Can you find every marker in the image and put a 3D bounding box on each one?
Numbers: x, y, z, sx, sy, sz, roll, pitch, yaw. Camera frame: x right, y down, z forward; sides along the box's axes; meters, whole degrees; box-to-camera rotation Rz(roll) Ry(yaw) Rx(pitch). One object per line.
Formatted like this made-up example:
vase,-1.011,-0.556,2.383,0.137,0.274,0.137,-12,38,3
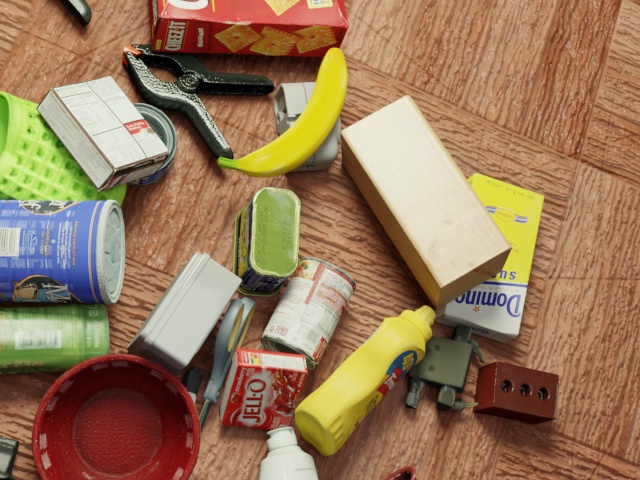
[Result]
marker,-0.144,0.188,1.100,0.020,0.020,0.121,17,71,-11

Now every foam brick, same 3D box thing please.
foam brick,0.218,0.170,1.189,0.078,0.051,0.053,12,71,-12

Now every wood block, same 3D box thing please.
wood block,0.112,-0.042,1.170,0.090,0.091,0.206,-29,73,-8

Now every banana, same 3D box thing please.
banana,-0.021,-0.129,1.154,0.069,0.037,0.197,44,68,-1

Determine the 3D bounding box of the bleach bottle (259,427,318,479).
bleach bottle,-0.011,0.314,1.071,0.068,0.102,0.251,-22,70,23

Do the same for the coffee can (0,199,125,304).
coffee can,-0.271,0.011,1.050,0.140,0.103,0.103,1,74,1

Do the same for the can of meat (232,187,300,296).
can of meat,-0.057,0.001,1.142,0.057,0.084,0.102,6,73,-14

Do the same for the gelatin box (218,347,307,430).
gelatin box,-0.060,0.155,1.098,0.073,0.089,0.030,8,34,-15

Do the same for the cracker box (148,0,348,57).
cracker box,-0.086,-0.295,1.211,0.213,0.072,0.164,0,64,-16

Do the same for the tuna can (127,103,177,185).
tuna can,-0.199,-0.105,1.159,0.086,0.034,0.086,4,74,-15

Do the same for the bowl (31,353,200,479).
bowl,-0.200,0.192,1.054,0.162,0.055,0.162,1,86,-10

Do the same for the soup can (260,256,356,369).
soup can,-0.013,0.078,1.141,0.068,0.069,0.102,29,69,-6

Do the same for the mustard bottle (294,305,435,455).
mustard bottle,0.056,0.138,1.128,0.058,0.096,0.191,37,66,20

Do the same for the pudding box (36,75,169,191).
pudding box,-0.221,-0.111,1.091,0.113,0.039,0.089,50,36,9

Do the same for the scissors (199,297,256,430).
scissors,-0.110,0.143,1.088,0.016,0.096,0.201,18,67,9

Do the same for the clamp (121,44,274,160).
clamp,-0.138,-0.174,1.194,0.171,0.039,0.120,38,56,0

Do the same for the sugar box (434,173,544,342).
sugar box,0.195,0.020,1.228,0.093,0.048,0.176,17,70,-10
